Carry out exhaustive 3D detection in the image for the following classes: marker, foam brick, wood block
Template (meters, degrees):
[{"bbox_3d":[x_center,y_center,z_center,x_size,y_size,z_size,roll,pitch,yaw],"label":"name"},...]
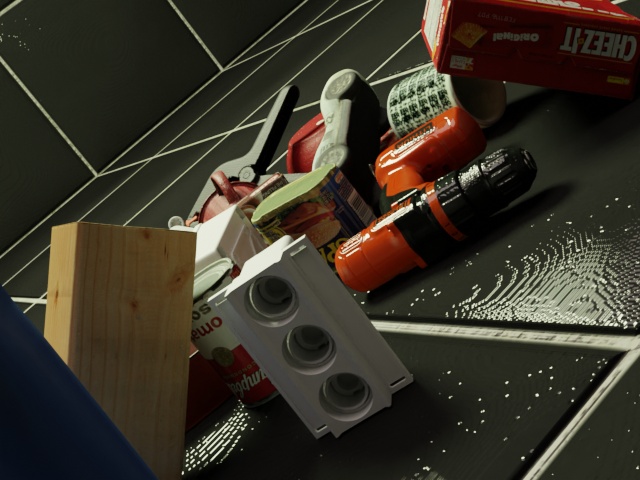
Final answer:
[{"bbox_3d":[-0.179,-0.017,1.330,0.020,0.020,0.121,-40,3,-7],"label":"marker"},{"bbox_3d":[-0.119,0.126,0.908,0.078,0.051,0.053,-39,16,-4],"label":"foam brick"},{"bbox_3d":[-0.153,0.094,0.784,0.090,0.206,0.091,5,-4,-26],"label":"wood block"}]

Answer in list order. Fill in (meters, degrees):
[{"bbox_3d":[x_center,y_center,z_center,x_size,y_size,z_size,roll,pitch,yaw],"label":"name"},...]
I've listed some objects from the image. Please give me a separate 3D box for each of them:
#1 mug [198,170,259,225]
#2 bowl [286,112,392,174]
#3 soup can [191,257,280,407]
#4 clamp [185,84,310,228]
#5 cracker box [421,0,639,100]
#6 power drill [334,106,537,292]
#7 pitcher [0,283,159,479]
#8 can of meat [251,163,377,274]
[{"bbox_3d":[-0.083,-0.022,1.140,0.093,0.117,0.082,-28,19,-9],"label":"mug"},{"bbox_3d":[0.013,-0.124,1.324,0.162,0.055,0.162,-34,16,11],"label":"bowl"},{"bbox_3d":[-0.066,0.073,0.849,0.068,0.102,0.068,-34,16,11],"label":"soup can"},{"bbox_3d":[-0.078,-0.083,1.285,0.210,0.036,0.164,-31,55,20],"label":"clamp"},{"bbox_3d":[0.181,-0.190,0.950,0.164,0.072,0.213,7,20,-1],"label":"cracker box"},{"bbox_3d":[0.100,-0.048,0.909,0.185,0.057,0.187,-31,17,23],"label":"power drill"},{"bbox_3d":[-0.181,0.143,0.639,0.145,0.242,0.149,-37,15,3],"label":"pitcher"},{"bbox_3d":[-0.002,-0.014,0.989,0.102,0.084,0.057,-27,19,34],"label":"can of meat"}]
